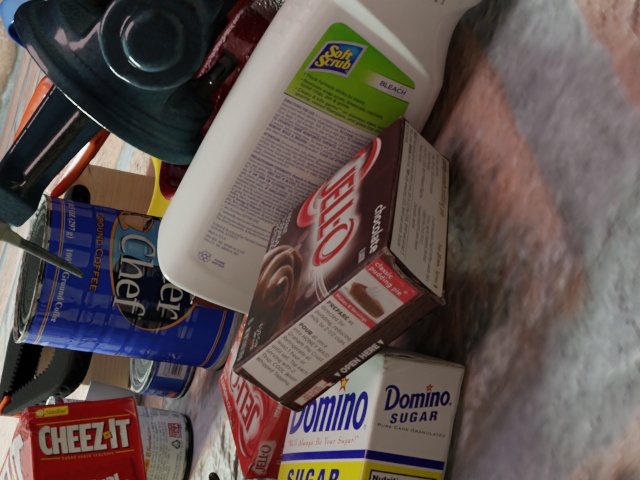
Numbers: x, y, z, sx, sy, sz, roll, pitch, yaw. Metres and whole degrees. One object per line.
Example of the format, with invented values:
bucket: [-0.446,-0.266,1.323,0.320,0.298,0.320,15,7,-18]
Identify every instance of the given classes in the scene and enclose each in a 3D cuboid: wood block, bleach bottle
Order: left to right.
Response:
wood block: [-0.224,0.038,1.037,0.090,0.090,0.206,163,116,-66]
bleach bottle: [0.012,-0.066,0.513,0.251,0.102,0.068,-54,27,36]

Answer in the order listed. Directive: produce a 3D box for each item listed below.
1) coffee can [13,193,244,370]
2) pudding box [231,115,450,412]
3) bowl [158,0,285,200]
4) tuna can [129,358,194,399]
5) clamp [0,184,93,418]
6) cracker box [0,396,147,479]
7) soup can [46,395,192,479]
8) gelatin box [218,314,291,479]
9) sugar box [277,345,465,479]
coffee can: [-0.132,0.031,0.743,0.103,0.140,0.103,-169,90,-68]
pudding box: [0.012,0.008,0.460,0.090,0.039,0.113,-41,22,28]
bowl: [-0.034,-0.085,0.642,0.162,0.055,0.162,-49,25,31]
tuna can: [-0.123,0.080,0.840,0.086,0.033,0.086,-169,90,-69]
clamp: [-0.213,0.072,0.929,0.165,0.036,0.210,30,94,36]
cracker box: [-0.145,0.220,0.624,0.164,0.072,0.214,129,134,-55]
soup can: [-0.153,0.154,0.786,0.069,0.102,0.068,-169,90,-69]
gelatin box: [-0.030,0.081,0.612,0.089,0.030,0.073,-114,40,-56]
sugar box: [0.009,0.132,0.470,0.093,0.048,0.176,-179,98,-68]
